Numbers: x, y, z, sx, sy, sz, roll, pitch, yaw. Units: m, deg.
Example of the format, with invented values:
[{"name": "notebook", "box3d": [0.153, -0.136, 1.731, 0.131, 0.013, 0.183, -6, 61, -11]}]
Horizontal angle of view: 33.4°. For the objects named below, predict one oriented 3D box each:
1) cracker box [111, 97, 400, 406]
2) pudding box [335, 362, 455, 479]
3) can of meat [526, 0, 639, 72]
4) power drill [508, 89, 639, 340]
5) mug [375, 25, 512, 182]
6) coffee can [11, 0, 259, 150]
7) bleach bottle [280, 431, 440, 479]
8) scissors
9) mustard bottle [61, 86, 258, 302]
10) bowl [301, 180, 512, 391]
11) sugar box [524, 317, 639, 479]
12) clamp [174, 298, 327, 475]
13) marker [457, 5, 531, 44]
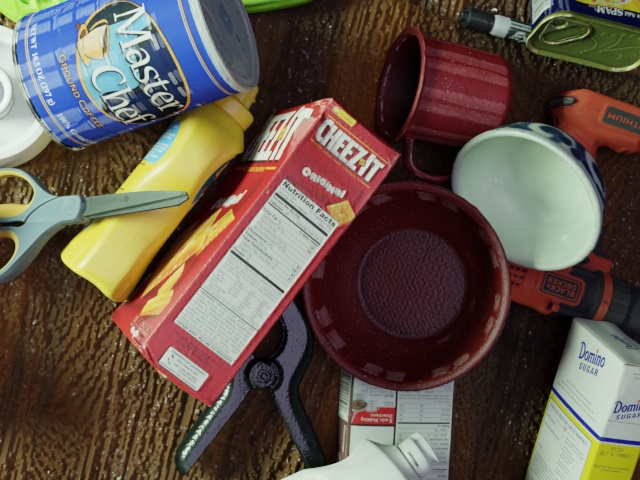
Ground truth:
[{"name": "cracker box", "box3d": [-0.055, 0.001, 0.770, 0.072, 0.164, 0.213, 39, 83, -15]}, {"name": "pudding box", "box3d": [0.061, 0.155, 0.864, 0.090, 0.039, 0.113, 3, 92, -12]}, {"name": "can of meat", "box3d": [0.220, -0.194, 0.873, 0.102, 0.058, 0.084, 10, 66, -13]}, {"name": "power drill", "box3d": [0.234, -0.019, 0.890, 0.184, 0.057, 0.187, 18, 87, -12]}, {"name": "mug", "box3d": [0.097, -0.103, 0.841, 0.081, 0.093, 0.117, 10, 83, -18]}, {"name": "coffee can", "box3d": [-0.127, -0.132, 0.748, 0.140, 0.102, 0.103, -17, 95, 16]}, {"name": "bleach bottle", "box3d": [-0.025, 0.222, 0.804, 0.250, 0.068, 0.103, -34, 58, -5]}, {"name": "scissors", "box3d": [-0.182, -0.004, 0.747, 0.016, 0.202, 0.096, 27, 78, -56]}, {"name": "mustard bottle", "box3d": [-0.111, -0.045, 0.792, 0.058, 0.096, 0.191, 39, 83, -11]}, {"name": "bowl", "box3d": [0.069, 0.035, 0.839, 0.162, 0.055, 0.162, 0, 89, 12]}, {"name": "sugar box", "box3d": [0.212, 0.160, 0.847, 0.048, 0.093, 0.176, 11, 106, -16]}, {"name": "clamp", "box3d": [-0.057, 0.110, 0.838, 0.120, 0.039, 0.171, -3, 88, -18]}, {"name": "marker", "box3d": [0.172, -0.173, 0.893, 0.121, 0.020, 0.020, 13, 88, -13]}]
